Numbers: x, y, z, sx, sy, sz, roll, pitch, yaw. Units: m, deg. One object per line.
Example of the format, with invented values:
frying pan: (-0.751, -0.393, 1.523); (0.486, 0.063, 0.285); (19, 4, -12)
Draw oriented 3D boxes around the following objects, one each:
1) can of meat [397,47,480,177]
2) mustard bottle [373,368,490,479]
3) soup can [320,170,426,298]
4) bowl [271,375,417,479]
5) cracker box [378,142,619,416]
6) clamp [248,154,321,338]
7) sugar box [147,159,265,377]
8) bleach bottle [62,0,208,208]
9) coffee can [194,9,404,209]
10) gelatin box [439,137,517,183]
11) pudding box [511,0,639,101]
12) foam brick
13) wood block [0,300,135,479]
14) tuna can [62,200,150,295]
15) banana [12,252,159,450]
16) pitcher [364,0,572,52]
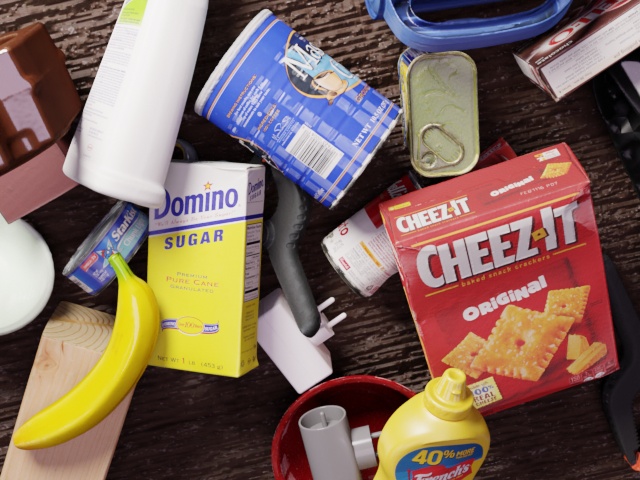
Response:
can of meat: (0.097, -0.113, 0.901); (0.057, 0.084, 0.102); (-5, 107, -1)
mustard bottle: (0.095, 0.186, 0.919); (0.096, 0.058, 0.192); (-1, 126, -16)
soup can: (0.060, -0.004, 0.942); (0.102, 0.068, 0.068); (-38, 105, 10)
bowl: (0.034, 0.191, 1.008); (0.162, 0.055, 0.162); (-1, 107, -2)
cracker box: (0.157, 0.044, 0.908); (0.164, 0.072, 0.213); (-18, 125, 1)
clamp: (-0.056, 0.001, 0.936); (0.120, 0.039, 0.171); (-4, 82, 22)
sugar box: (-0.099, 0.021, 0.904); (0.093, 0.048, 0.176); (4, 100, 20)
bleach bottle: (-0.132, -0.158, 0.857); (0.068, 0.103, 0.251); (16, 94, -36)
coffee can: (-0.018, -0.107, 0.877); (0.140, 0.102, 0.103); (36, 103, -3)
gelatin box: (0.160, -0.036, 0.955); (0.073, 0.030, 0.089); (-37, 105, 8)
pudding box: (0.223, -0.168, 0.885); (0.113, 0.090, 0.039); (-36, 106, 9)
foam brick: (-0.246, -0.059, 0.920); (0.078, 0.053, 0.051); (-28, 106, 6)
wood block: (-0.230, 0.173, 0.974); (0.090, 0.090, 0.206); (18, 105, -8)
tuna can: (-0.184, 0.006, 0.926); (0.033, 0.086, 0.086); (40, 102, -14)
banana: (-0.185, 0.106, 0.892); (0.069, 0.037, 0.198); (32, 102, 6)
pitcher: (0.151, -0.241, 0.838); (0.242, 0.145, 0.149); (-5, 113, -4)
